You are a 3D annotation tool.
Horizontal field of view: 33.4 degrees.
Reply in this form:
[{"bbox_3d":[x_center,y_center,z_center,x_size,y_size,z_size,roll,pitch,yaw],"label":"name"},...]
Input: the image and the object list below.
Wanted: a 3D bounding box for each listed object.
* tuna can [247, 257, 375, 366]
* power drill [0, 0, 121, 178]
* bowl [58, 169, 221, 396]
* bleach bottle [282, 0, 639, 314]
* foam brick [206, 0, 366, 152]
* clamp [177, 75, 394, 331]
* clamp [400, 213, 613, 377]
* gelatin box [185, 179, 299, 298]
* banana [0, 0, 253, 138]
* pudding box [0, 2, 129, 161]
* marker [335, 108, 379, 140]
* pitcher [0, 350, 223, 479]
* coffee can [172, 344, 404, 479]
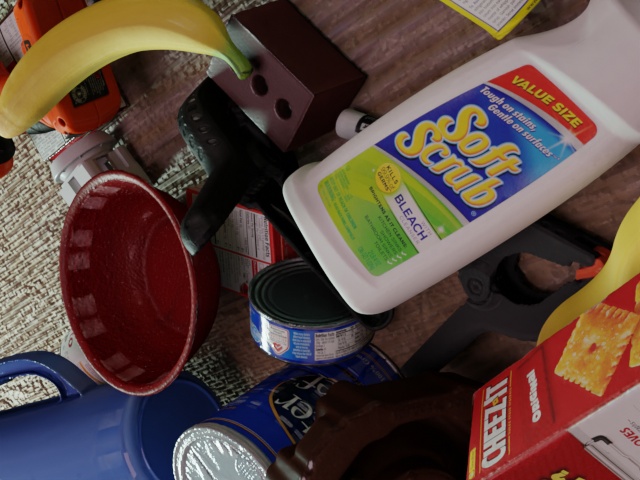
[{"bbox_3d":[-0.005,0.046,0.709,0.086,0.086,0.034,22,126,33],"label":"tuna can"},{"bbox_3d":[-0.242,-0.136,0.793,0.188,0.057,0.184,-4,113,42],"label":"power drill"},{"bbox_3d":[-0.122,0.028,0.770,0.162,0.055,0.162,9,103,43],"label":"bowl"},{"bbox_3d":[0.095,-0.060,0.564,0.251,0.067,0.102,-37,77,34],"label":"bleach bottle"},{"bbox_3d":[-0.022,-0.104,0.670,0.078,0.051,0.053,46,135,14],"label":"foam brick"},{"bbox_3d":[-0.034,-0.034,0.675,0.036,0.164,0.210,-44,39,20],"label":"clamp"},{"bbox_3d":[0.099,0.033,0.641,0.172,0.039,0.120,3,113,43],"label":"clamp"},{"bbox_3d":[-0.055,0.001,0.770,0.089,0.030,0.073,16,120,36],"label":"gelatin box"},{"bbox_3d":[-0.136,-0.117,0.674,0.198,0.037,0.069,-10,82,27],"label":"banana"},{"bbox_3d":[-0.210,-0.130,0.836,0.090,0.039,0.113,-27,95,44],"label":"pudding box"},{"bbox_3d":[0.062,-0.055,0.643,0.121,0.020,0.020,23,125,32],"label":"marker"},{"bbox_3d":[-0.193,0.171,0.857,0.243,0.145,0.149,-22,140,37],"label":"pitcher"},{"bbox_3d":[-0.015,0.139,0.726,0.103,0.140,0.103,20,124,34],"label":"coffee can"}]
